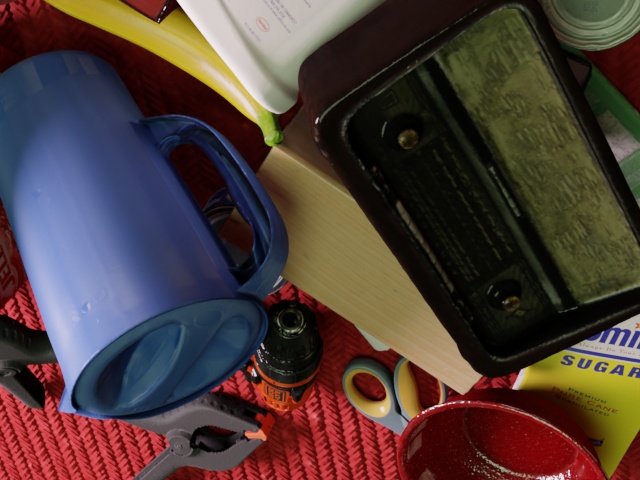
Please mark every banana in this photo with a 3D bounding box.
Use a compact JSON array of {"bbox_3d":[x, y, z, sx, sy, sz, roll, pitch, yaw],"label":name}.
[{"bbox_3d":[-0.097,-0.131,0.697,0.198,0.069,0.037,31,110,2],"label":"banana"}]

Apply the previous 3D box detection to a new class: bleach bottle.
[{"bbox_3d":[0.039,-0.188,0.598,0.251,0.068,0.102,-39,86,10],"label":"bleach bottle"}]

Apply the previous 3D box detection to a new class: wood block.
[{"bbox_3d":[0.047,0.002,0.746,0.206,0.090,0.091,33,126,-4],"label":"wood block"}]

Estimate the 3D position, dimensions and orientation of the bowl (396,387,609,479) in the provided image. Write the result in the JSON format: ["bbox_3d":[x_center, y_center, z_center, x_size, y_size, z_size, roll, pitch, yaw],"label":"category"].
[{"bbox_3d":[0.140,0.161,0.784,0.162,0.055,0.162,15,131,18],"label":"bowl"}]

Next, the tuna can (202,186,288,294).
[{"bbox_3d":[-0.055,0.001,0.814,0.086,0.033,0.086,9,124,13],"label":"tuna can"}]

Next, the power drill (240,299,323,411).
[{"bbox_3d":[-0.087,0.063,0.812,0.188,0.057,0.184,24,157,8],"label":"power drill"}]

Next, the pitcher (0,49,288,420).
[{"bbox_3d":[-0.134,-0.016,0.713,0.243,0.149,0.145,60,150,27],"label":"pitcher"}]

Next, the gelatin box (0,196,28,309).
[{"bbox_3d":[-0.268,0.008,0.866,0.030,0.073,0.089,5,123,16],"label":"gelatin box"}]

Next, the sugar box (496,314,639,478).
[{"bbox_3d":[0.198,0.094,0.774,0.093,0.048,0.176,19,133,7],"label":"sugar box"}]

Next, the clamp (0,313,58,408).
[{"bbox_3d":[-0.264,0.098,0.886,0.209,0.036,0.165,15,144,-43],"label":"clamp"}]

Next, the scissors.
[{"bbox_3d":[0.068,0.168,0.894,0.096,0.016,0.202,7,124,16],"label":"scissors"}]

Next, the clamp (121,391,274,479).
[{"bbox_3d":[-0.128,0.165,0.943,0.172,0.039,0.120,-19,119,21],"label":"clamp"}]
